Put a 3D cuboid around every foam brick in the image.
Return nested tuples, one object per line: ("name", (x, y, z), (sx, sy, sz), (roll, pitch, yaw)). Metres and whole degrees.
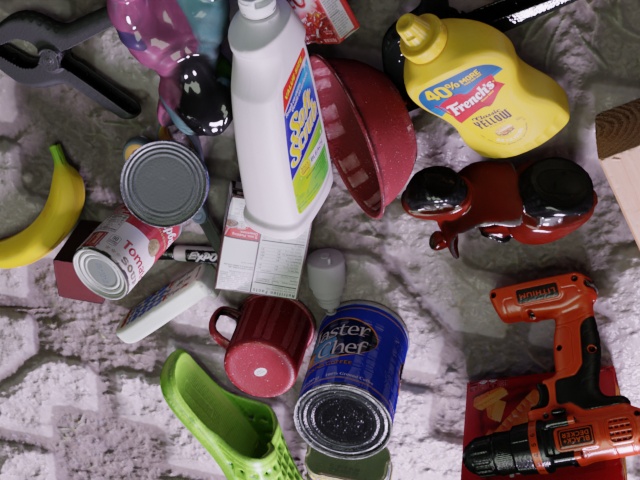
("foam brick", (-0.248, 0.022, 1.152), (0.053, 0.078, 0.051), (8, 126, 8))

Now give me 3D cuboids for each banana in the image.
("banana", (-0.308, -0.020, 1.167), (0.070, 0.037, 0.198), (51, 121, 12))

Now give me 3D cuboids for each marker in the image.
("marker", (-0.126, 0.015, 1.154), (0.121, 0.020, 0.020), (4, 124, 11))

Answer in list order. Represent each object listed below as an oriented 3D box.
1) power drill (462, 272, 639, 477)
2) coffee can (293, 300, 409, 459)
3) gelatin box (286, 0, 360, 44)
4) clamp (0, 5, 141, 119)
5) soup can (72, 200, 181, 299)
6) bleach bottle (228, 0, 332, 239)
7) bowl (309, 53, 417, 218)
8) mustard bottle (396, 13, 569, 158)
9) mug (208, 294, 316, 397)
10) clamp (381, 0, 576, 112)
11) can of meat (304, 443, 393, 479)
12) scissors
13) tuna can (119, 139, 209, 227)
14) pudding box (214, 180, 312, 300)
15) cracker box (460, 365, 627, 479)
("power drill", (0.220, 0.135, 1.058), (0.185, 0.187, 0.057), (-14, 160, 19))
("coffee can", (0.035, 0.145, 1.129), (0.103, 0.140, 0.103), (6, 125, 9))
("gelatin box", (-0.015, -0.210, 0.940), (0.089, 0.030, 0.073), (14, 141, 56))
("clamp", (-0.252, -0.174, 1.045), (0.172, 0.039, 0.120), (4, 120, 17))
("soup can", (-0.198, 0.004, 1.094), (0.069, 0.102, 0.068), (18, 135, 19))
("bleach bottle", (-0.043, -0.118, 0.954), (0.068, 0.102, 0.251), (18, 146, 22))
("bowl", (0.044, -0.103, 0.974), (0.055, 0.162, 0.162), (-23, 120, -9))
("mustard bottle", (0.128, -0.139, 0.916), (0.096, 0.058, 0.191), (-21, 145, 35))
("mug", (-0.068, 0.111, 1.166), (0.117, 0.081, 0.093), (29, 125, -7))
("clamp", (0.107, -0.192, 0.928), (0.164, 0.036, 0.210), (23, 136, -24))
("can of meat", (0.033, 0.261, 1.237), (0.102, 0.057, 0.084), (9, 158, 7))
("scissors", (-0.146, -0.034, 1.117), (0.096, 0.016, 0.202), (-2, 117, 20))
("tuna can", (-0.154, -0.057, 1.059), (0.086, 0.034, 0.086), (0, 98, 0))
("pudding box", (-0.057, 0.001, 1.097), (0.090, 0.039, 0.113), (9, 116, -6))
("cracker box", (0.229, 0.235, 1.096), (0.164, 0.213, 0.072), (-9, 130, 19))
